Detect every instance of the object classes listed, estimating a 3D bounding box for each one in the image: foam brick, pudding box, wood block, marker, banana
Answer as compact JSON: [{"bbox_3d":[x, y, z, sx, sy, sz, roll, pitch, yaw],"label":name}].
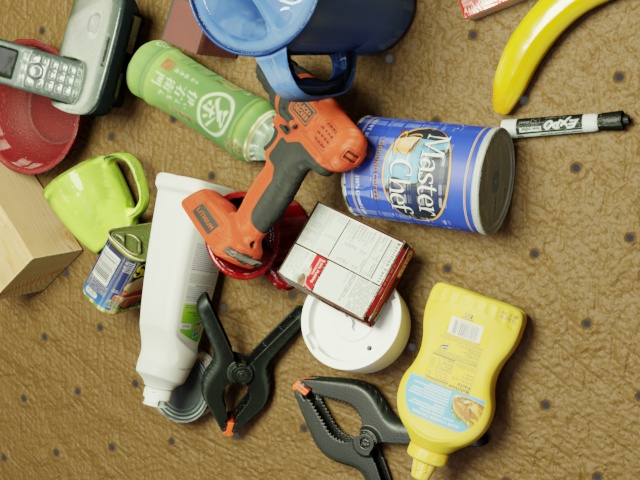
[{"bbox_3d":[-0.124,-0.232,1.156,0.053,0.078,0.051,26,108,26],"label":"foam brick"},{"bbox_3d":[0.025,0.023,1.074,0.114,0.039,0.090,27,83,26],"label":"pudding box"},{"bbox_3d":[-0.400,-0.040,1.317,0.090,0.090,0.206,-41,76,26],"label":"wood block"},{"bbox_3d":[0.231,-0.110,1.009,0.121,0.020,0.020,-2,95,29],"label":"marker"},{"bbox_3d":[0.226,-0.199,0.992,0.198,0.037,0.070,-37,77,26],"label":"banana"}]

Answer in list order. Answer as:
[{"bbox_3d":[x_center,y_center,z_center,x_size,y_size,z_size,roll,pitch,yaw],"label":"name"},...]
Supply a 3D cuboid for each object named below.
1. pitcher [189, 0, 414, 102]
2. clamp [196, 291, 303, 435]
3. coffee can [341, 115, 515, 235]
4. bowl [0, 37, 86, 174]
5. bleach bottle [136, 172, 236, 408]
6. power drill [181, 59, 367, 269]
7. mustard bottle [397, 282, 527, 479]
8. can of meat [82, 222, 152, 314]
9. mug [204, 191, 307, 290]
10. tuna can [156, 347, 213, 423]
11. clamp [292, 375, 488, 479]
[{"bbox_3d":[-0.003,-0.222,0.997,0.145,0.242,0.149,36,110,21],"label":"pitcher"},{"bbox_3d":[-0.078,0.136,1.180,0.120,0.039,0.171,3,114,-2],"label":"clamp"},{"bbox_3d":[0.105,-0.065,1.035,0.140,0.102,0.103,9,100,28],"label":"coffee can"},{"bbox_3d":[-0.337,-0.161,1.290,0.162,0.055,0.162,3,97,28],"label":"bowl"},{"bbox_3d":[-0.158,0.058,1.168,0.068,0.102,0.251,12,89,27],"label":"bleach bottle"},{"bbox_3d":[-0.056,-0.081,1.052,0.188,0.057,0.185,-51,45,15],"label":"power drill"},{"bbox_3d":[0.128,0.145,1.050,0.096,0.058,0.191,19,92,20],"label":"mustard bottle"},{"bbox_3d":[-0.214,0.032,1.219,0.057,0.101,0.084,41,114,20],"label":"can of meat"},{"bbox_3d":[-0.057,0.001,1.141,0.093,0.081,0.117,-40,77,26],"label":"mug"},{"bbox_3d":[-0.155,0.166,1.239,0.086,0.033,0.086,3,97,28],"label":"tuna can"},{"bbox_3d":[0.054,0.221,1.130,0.210,0.036,0.165,30,105,20],"label":"clamp"}]
